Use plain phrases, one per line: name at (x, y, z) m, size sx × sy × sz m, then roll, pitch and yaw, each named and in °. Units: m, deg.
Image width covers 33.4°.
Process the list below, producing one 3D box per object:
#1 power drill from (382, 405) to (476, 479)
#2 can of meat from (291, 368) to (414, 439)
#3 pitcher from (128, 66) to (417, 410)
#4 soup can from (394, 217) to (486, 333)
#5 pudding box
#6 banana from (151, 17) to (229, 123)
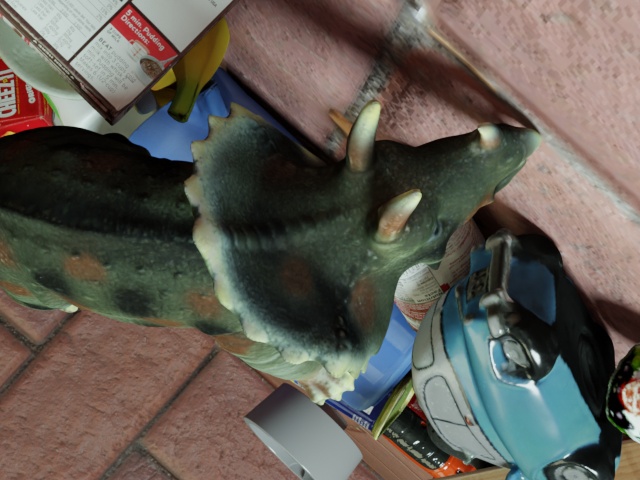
power drill at (0.066, 0.172, 0.984) m, size 0.187 × 0.057 × 0.184 m, roll 40°, pitch 169°, yaw 4°
can of meat at (0.032, 0.102, 0.846) m, size 0.084 × 0.057 × 0.102 m, roll 31°, pitch -163°, yaw 12°
pitcher at (-0.029, 0.007, 0.754) m, size 0.243 × 0.145 × 0.149 m, roll 41°, pitch -171°, yaw 6°
soup can at (0.062, 0.005, 0.633) m, size 0.069 × 0.068 × 0.102 m, roll 31°, pitch 164°, yaw 43°
pudding box at (-0.099, -0.130, 0.549) m, size 0.090 × 0.113 × 0.039 m, roll 45°, pitch 169°, yaw -12°
banana at (-0.087, -0.119, 0.662) m, size 0.037 × 0.069 × 0.198 m, roll 35°, pitch -176°, yaw -16°
